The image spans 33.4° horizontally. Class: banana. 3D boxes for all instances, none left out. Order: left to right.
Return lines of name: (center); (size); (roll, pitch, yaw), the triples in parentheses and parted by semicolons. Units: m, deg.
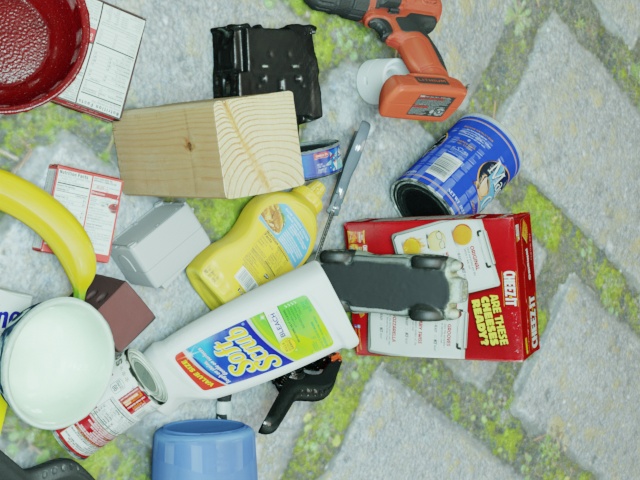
banana: (-0.279, -0.020, 1.010); (0.197, 0.037, 0.069); (44, 69, -11)

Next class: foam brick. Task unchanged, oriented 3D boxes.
foam brick: (-0.214, 0.072, 1.068); (0.053, 0.078, 0.051); (-47, 119, -25)

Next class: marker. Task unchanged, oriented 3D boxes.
marker: (-0.108, 0.211, 1.191); (0.020, 0.020, 0.121); (-1, 93, -36)

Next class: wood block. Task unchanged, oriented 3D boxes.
wood block: (-0.116, -0.092, 1.050); (0.090, 0.206, 0.091); (-13, 101, -35)

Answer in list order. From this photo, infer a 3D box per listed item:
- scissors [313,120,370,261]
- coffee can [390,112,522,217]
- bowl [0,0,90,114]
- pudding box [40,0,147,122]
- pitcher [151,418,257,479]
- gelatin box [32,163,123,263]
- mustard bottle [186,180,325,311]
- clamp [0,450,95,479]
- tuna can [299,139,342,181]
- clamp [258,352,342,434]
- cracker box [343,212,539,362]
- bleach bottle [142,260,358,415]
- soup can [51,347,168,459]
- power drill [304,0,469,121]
scissors: (0.023, -0.055, 1.213); (0.016, 0.096, 0.201); (20, 56, -3)
coffee can: (0.170, -0.077, 1.327); (0.140, 0.103, 0.102); (-44, 117, -26)
bowl: (-0.296, -0.192, 0.987); (0.162, 0.055, 0.162); (1, 86, -15)
pudding box: (-0.231, -0.184, 1.065); (0.089, 0.039, 0.113); (18, 84, -36)
pitcher: (-0.111, 0.316, 1.130); (0.149, 0.145, 0.243); (-1, 91, -69)
gelatin box: (-0.243, -0.027, 1.070); (0.073, 0.030, 0.089); (12, 86, -35)
mustard bottle: (-0.058, 0.001, 1.191); (0.191, 0.058, 0.096); (-48, 120, -24)
clamp: (-0.295, 0.258, 1.022); (0.165, 0.036, 0.209); (-55, 145, 10)
tuna can: (-0.019, -0.089, 1.198); (0.085, 0.086, 0.034); (-18, 105, -34)
clamp: (-0.036, 0.161, 1.194); (0.171, 0.120, 0.039); (-3, 139, -37)
cracker box: (0.140, 0.053, 1.244); (0.072, 0.214, 0.164); (-16, 103, -59)
bleach bottle: (-0.093, 0.120, 1.118); (0.251, 0.068, 0.102); (-28, 107, -2)
soup can: (-0.211, 0.161, 1.055); (0.102, 0.068, 0.068); (-35, 117, 6)
power drill: (0.080, -0.227, 1.227); (0.184, 0.057, 0.188); (0, 57, -28)
